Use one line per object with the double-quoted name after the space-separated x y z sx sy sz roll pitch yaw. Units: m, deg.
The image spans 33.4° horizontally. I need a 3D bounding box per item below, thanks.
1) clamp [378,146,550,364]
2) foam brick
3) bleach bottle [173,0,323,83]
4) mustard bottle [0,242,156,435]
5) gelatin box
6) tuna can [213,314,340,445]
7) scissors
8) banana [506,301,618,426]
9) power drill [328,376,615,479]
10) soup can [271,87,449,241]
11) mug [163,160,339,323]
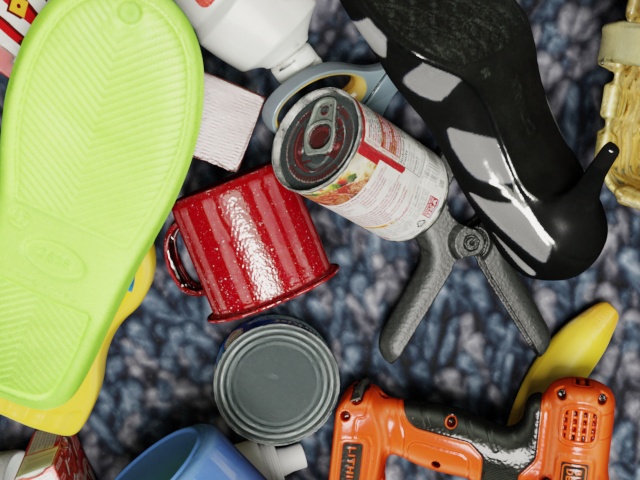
0.109 0.006 0.732 0.120 0.039 0.171 6 98 -15 "clamp"
-0.070 -0.078 0.678 0.053 0.078 0.051 21 96 -10 "foam brick"
-0.075 -0.207 0.663 0.102 0.068 0.250 -36 104 4 "bleach bottle"
-0.162 0.025 0.697 0.096 0.058 0.192 26 96 -5 "mustard bottle"
-0.168 0.168 0.706 0.030 0.089 0.073 -21 102 -2 "gelatin box"
-0.031 0.095 0.735 0.086 0.034 0.086 -1 100 -6 "tuna can"
0.054 -0.099 0.713 0.201 0.016 0.096 -22 134 -20 "scissors"
0.164 0.138 0.764 0.069 0.037 0.198 3 101 -22 "banana"
0.100 0.174 0.727 0.188 0.057 0.184 6 98 9 "power drill"
0.028 -0.045 0.675 0.102 0.069 0.068 26 98 -46 "soup can"
-0.055 0.001 0.696 0.117 0.093 0.081 -17 98 34 "mug"
